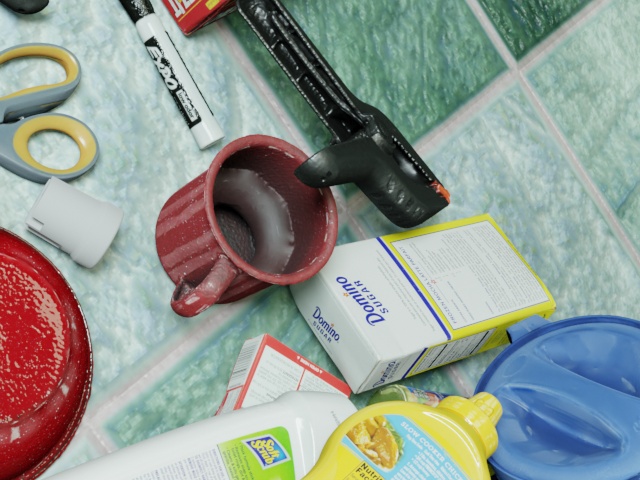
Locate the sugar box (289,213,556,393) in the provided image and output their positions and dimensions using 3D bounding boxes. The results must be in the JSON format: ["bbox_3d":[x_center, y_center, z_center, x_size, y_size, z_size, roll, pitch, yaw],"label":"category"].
[{"bbox_3d":[0.073,0.039,0.737,0.175,0.048,0.093,-13,56,-36],"label":"sugar box"}]

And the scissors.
[{"bbox_3d":[-0.207,-0.050,0.602,0.201,0.016,0.096,-39,98,-38],"label":"scissors"}]

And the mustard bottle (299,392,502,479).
[{"bbox_3d":[0.034,0.141,0.563,0.096,0.058,0.191,44,55,15],"label":"mustard bottle"}]

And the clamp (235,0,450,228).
[{"bbox_3d":[0.027,-0.057,0.689,0.209,0.036,0.164,39,26,-42],"label":"clamp"}]

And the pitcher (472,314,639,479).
[{"bbox_3d":[0.191,0.169,0.704,0.149,0.145,0.242,-57,136,-36],"label":"pitcher"}]

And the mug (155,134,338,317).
[{"bbox_3d":[-0.054,0.001,0.652,0.093,0.082,0.117,40,55,-18],"label":"mug"}]

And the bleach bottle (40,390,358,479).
[{"bbox_3d":[-0.059,0.150,0.581,0.250,0.068,0.102,-15,86,-30],"label":"bleach bottle"}]

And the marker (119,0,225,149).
[{"bbox_3d":[-0.099,-0.117,0.701,0.020,0.020,0.121,-30,92,-39],"label":"marker"}]

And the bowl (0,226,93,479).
[{"bbox_3d":[-0.184,0.056,0.556,0.161,0.055,0.162,13,67,-33],"label":"bowl"}]

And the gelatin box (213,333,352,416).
[{"bbox_3d":[-0.028,0.114,0.664,0.073,0.030,0.089,34,60,-22],"label":"gelatin box"}]
